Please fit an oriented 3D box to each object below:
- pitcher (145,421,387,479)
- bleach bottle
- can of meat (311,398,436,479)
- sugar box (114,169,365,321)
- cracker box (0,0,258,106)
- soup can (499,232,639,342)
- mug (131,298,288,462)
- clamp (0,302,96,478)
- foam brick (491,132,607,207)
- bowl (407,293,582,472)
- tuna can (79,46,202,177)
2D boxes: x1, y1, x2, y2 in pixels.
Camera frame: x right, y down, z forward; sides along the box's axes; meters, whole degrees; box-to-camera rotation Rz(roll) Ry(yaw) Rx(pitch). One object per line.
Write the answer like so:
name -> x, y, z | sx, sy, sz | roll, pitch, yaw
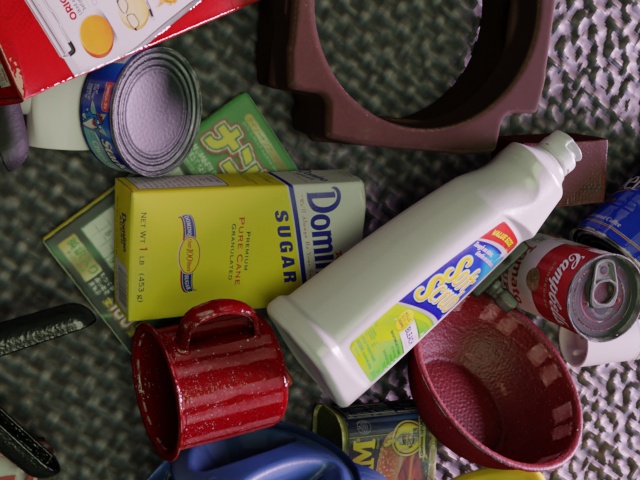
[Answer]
pitcher -> -0.045, 0.260, 0.762 | 0.144, 0.149, 0.243 | -28, 132, -60
bleach bottle -> 0.084, 0.005, 0.753 | 0.250, 0.068, 0.102 | -40, 146, -9
can of meat -> 0.041, 0.176, 0.832 | 0.083, 0.058, 0.102 | -2, 101, -23
sugar box -> -0.055, 0.001, 0.749 | 0.176, 0.048, 0.093 | -4, 109, -25
cracker box -> -0.142, -0.192, 0.639 | 0.213, 0.072, 0.164 | -35, 113, -41
soup can -> 0.195, 0.034, 0.837 | 0.068, 0.102, 0.068 | -4, 102, -20
mug -> -0.072, 0.084, 0.713 | 0.081, 0.093, 0.117 | -10, 131, -26
clamp -> -0.232, 0.076, 0.694 | 0.171, 0.039, 0.120 | 22, 90, -14
foam brick -> 0.179, -0.056, 0.842 | 0.078, 0.051, 0.053 | -4, 102, -20
bowl -> 0.123, 0.116, 0.824 | 0.162, 0.162, 0.055 | 22, 132, -23
tuna can -> -0.119, -0.087, 0.711 | 0.085, 0.034, 0.086 | -22, 117, -52
